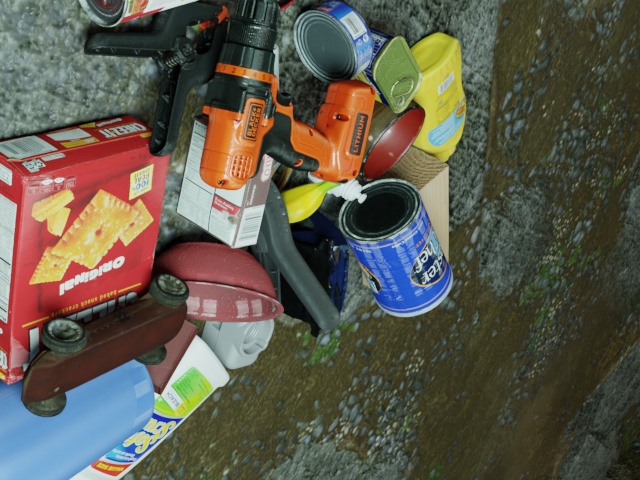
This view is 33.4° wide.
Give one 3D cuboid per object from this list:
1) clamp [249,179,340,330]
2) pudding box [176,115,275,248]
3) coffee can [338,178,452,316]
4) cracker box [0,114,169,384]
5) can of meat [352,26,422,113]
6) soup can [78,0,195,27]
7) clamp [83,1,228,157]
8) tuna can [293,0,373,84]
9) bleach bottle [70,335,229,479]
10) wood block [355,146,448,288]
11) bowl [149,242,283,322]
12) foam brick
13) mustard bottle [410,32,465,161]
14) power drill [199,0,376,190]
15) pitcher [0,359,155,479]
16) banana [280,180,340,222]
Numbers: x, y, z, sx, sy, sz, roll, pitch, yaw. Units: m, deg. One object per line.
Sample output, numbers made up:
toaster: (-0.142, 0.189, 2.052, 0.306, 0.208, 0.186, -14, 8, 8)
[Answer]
clamp: (-0.057, 0.001, 1.142, 0.036, 0.165, 0.210, -25, 94, -26)
pudding box: (-0.097, -0.061, 1.084, 0.039, 0.090, 0.113, -13, 126, -49)
coffee can: (0.093, 0.010, 1.289, 0.102, 0.103, 0.140, -47, 135, -21)
cracker box: (-0.227, 0.006, 0.968, 0.163, 0.072, 0.214, -21, 132, -47)
can of meat: (0.056, -0.199, 1.199, 0.057, 0.084, 0.102, -56, 149, -8)
soup can: (-0.147, -0.225, 0.897, 0.102, 0.069, 0.068, -29, 137, -42)
clamp: (-0.130, -0.155, 0.961, 0.171, 0.039, 0.120, -42, 120, -44)
tuna can: (0.014, -0.210, 1.127, 0.033, 0.086, 0.086, -39, 143, -33)
bleach bottle: (-0.214, 0.209, 1.167, 0.250, 0.068, 0.102, -48, 146, -16)
wood block: (0.110, -0.019, 1.421, 0.090, 0.090, 0.206, -41, 145, -28)
bowl: (-0.116, 0.041, 1.114, 0.162, 0.162, 0.055, 37, 54, -59)
foam brick: (-0.170, 0.114, 1.118, 0.078, 0.051, 0.053, -61, 179, -19)
mustard bottle: (0.148, -0.170, 1.382, 0.096, 0.058, 0.191, -48, 147, -22)
power drill: (-0.028, -0.132, 1.010, 0.187, 0.057, 0.184, 6, 100, -48)
pitcher: (-0.280, 0.183, 1.001, 0.242, 0.149, 0.145, -26, 120, -48)
banana: (-0.021, -0.043, 1.180, 0.069, 0.198, 0.037, -17, 93, -7)
